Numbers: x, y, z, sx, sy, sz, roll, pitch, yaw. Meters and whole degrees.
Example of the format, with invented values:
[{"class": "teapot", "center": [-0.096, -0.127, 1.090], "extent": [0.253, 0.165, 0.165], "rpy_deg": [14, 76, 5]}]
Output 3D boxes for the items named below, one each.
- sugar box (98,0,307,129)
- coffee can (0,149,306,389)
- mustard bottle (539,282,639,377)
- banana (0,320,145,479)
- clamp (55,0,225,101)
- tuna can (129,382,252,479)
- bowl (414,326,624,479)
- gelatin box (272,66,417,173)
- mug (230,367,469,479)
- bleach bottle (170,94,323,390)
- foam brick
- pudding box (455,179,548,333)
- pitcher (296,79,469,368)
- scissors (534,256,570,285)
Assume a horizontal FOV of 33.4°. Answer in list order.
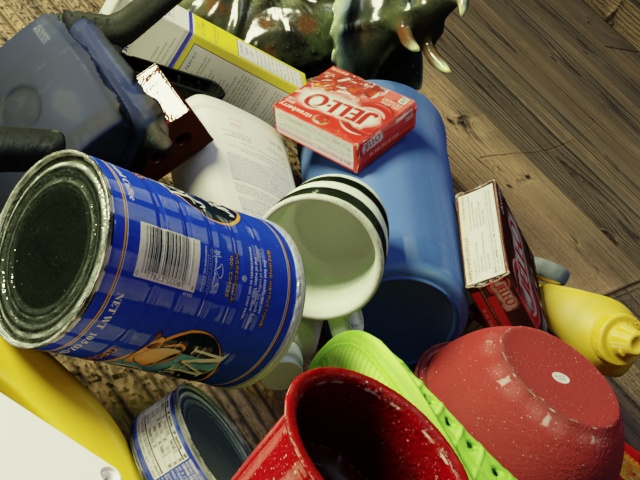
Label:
[{"class": "sugar box", "center": [-0.108, -0.134, 0.881], "extent": [0.176, 0.093, 0.048], "rpy_deg": [27, 28, -22]}, {"class": "coffee can", "center": [-0.092, 0.020, 0.578], "extent": [0.140, 0.103, 0.103], "rpy_deg": [20, 31, -46]}, {"class": "mustard bottle", "center": [0.210, 0.073, 0.888], "extent": [0.096, 0.058, 0.192], "rpy_deg": [39, -9, -14]}, {"class": "banana", "center": [-0.156, 0.084, 0.550], "extent": [0.198, 0.037, 0.069], "rpy_deg": [36, 45, -3]}, {"class": "clamp", "center": [-0.155, -0.149, 0.800], "extent": [0.171, 0.120, 0.039], "rpy_deg": [-8, 35, -16]}, {"class": "tuna can", "center": [-0.064, 0.121, 0.569], "extent": [0.086, 0.034, 0.086], "rpy_deg": [55, 6, -9]}, {"class": "bowl", "center": [0.145, 0.108, 0.709], "extent": [0.162, 0.055, 0.162], "rpy_deg": [24, 29, -14]}, {"class": "gelatin box", "center": [0.019, -0.097, 0.839], "extent": [0.089, 0.030, 0.073], "rpy_deg": [29, 51, 32]}, {"class": "mug", "center": [0.012, 0.122, 0.443], "extent": [0.117, 0.082, 0.093], "rpy_deg": [42, 26, 10]}, {"class": "bleach bottle", "center": [-0.055, 0.001, 0.772], "extent": [0.102, 0.068, 0.251], "rpy_deg": [22, 33, -30]}, {"class": "foam brick", "center": [-0.128, -0.078, 0.769], "extent": [0.051, 0.078, 0.053], "rpy_deg": [54, 1, 23]}, {"class": "pudding box", "center": [0.138, 0.023, 0.812], "extent": [0.090, 0.039, 0.113], "rpy_deg": [57, 20, -35]}, {"class": "pitcher", "center": [0.058, -0.009, 0.864], "extent": [0.149, 0.145, 0.243], "rpy_deg": [-1, 39, -2]}, {"class": "scissors", "center": [0.162, 0.017, 0.977], "extent": [0.096, 0.016, 0.202], "rpy_deg": [24, -3, -12]}]
